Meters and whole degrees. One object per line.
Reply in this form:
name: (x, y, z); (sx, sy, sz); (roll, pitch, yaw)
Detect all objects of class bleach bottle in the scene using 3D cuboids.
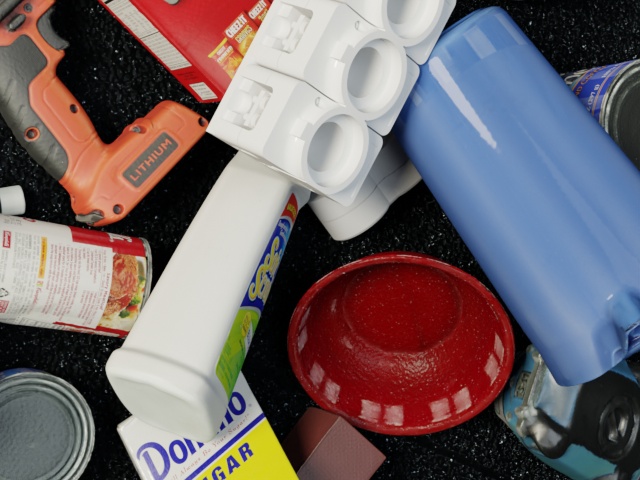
bleach bottle: (-0.055, 0.001, 0.708); (0.068, 0.102, 0.250); (17, 63, 11)

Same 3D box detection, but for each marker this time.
marker: (-0.247, -0.017, 0.668); (0.120, 0.020, 0.020); (-10, 96, -26)

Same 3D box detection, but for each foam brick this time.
foam brick: (-0.003, 0.169, 0.777); (0.053, 0.051, 0.078); (46, 72, -19)

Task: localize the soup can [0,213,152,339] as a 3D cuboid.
soup can: (-0.167, 0.023, 0.682); (0.102, 0.069, 0.068); (11, 86, -26)

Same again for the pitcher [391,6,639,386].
pitcher: (0.148, -0.033, 0.733); (0.144, 0.149, 0.243); (-35, 89, -33)

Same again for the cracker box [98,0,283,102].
cracker box: (-0.087, -0.216, 0.658); (0.213, 0.072, 0.164); (45, 76, -20)

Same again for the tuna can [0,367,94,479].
tuna can: (-0.192, 0.126, 0.691); (0.086, 0.034, 0.086); (-1, 91, -27)

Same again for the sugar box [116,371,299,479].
sugar box: (-0.056, 0.180, 0.708); (0.093, 0.048, 0.176); (-27, 77, -15)

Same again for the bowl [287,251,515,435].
bowl: (0.059, 0.065, 0.778); (0.162, 0.055, 0.162); (3, 123, 5)

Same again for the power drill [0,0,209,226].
power drill: (-0.162, -0.117, 0.690); (0.187, 0.057, 0.184); (46, 72, -18)
